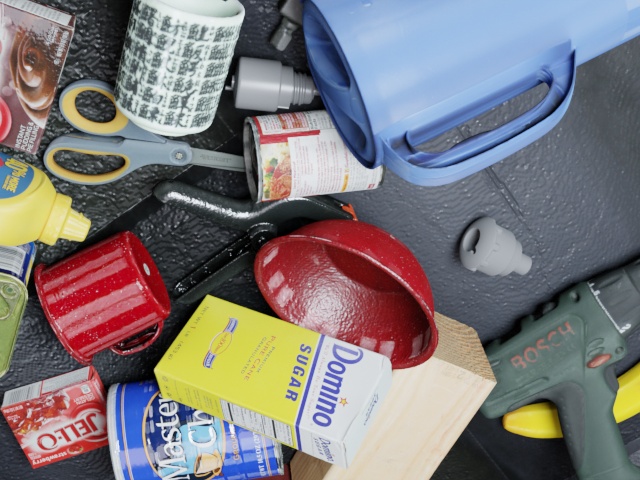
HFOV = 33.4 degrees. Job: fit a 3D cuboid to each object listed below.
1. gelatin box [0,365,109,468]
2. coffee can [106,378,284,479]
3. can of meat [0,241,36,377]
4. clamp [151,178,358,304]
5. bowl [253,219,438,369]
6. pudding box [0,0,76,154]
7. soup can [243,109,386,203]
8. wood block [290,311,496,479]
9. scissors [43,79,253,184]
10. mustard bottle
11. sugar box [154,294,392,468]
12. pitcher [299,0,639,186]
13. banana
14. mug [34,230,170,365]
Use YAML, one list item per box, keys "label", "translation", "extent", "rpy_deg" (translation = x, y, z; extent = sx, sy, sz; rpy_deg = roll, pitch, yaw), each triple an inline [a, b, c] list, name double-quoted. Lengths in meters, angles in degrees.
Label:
- label: "gelatin box"
  translation: [-0.233, 0.160, 0.968]
  extent: [0.089, 0.030, 0.073]
  rpy_deg: [-17, 118, 3]
- label: "coffee can"
  translation: [-0.109, 0.167, 0.944]
  extent: [0.140, 0.103, 0.103]
  rpy_deg: [-9, 118, -2]
- label: "can of meat"
  translation: [-0.270, 0.048, 0.875]
  extent: [0.057, 0.084, 0.102]
  rpy_deg: [15, 115, -14]
- label: "clamp"
  translation: [-0.056, 0.001, 0.900]
  extent: [0.171, 0.039, 0.120]
  rpy_deg: [0, 129, -9]
- label: "bowl"
  translation: [0.029, 0.034, 0.861]
  extent: [0.162, 0.055, 0.162]
  rpy_deg: [22, 147, 15]
- label: "pudding box"
  translation: [-0.243, -0.131, 0.809]
  extent: [0.090, 0.039, 0.114]
  rpy_deg: [18, 114, -14]
- label: "soup can"
  translation: [-0.006, -0.069, 0.845]
  extent: [0.102, 0.068, 0.068]
  rpy_deg: [-7, 118, -12]
- label: "wood block"
  translation: [0.060, 0.167, 0.969]
  extent: [0.090, 0.091, 0.206]
  rpy_deg: [23, 113, -17]
- label: "scissors"
  translation: [-0.123, -0.088, 0.858]
  extent: [0.201, 0.016, 0.096]
  rpy_deg: [-5, 118, -3]
- label: "mustard bottle"
  translation: [-0.270, -0.042, 0.821]
  extent: [0.191, 0.096, 0.058]
  rpy_deg: [23, 112, -17]
- label: "sugar box"
  translation: [-0.038, 0.113, 0.883]
  extent: [0.176, 0.093, 0.048]
  rpy_deg: [15, 140, 22]
- label: "pitcher"
  translation: [0.118, -0.148, 0.766]
  extent: [0.242, 0.145, 0.149]
  rpy_deg: [-24, 106, -7]
- label: "banana"
  translation: [0.271, 0.143, 1.012]
  extent: [0.198, 0.037, 0.069]
  rpy_deg: [-35, 97, 10]
- label: "mug"
  translation: [-0.172, 0.052, 0.889]
  extent: [0.081, 0.093, 0.117]
  rpy_deg: [-26, 129, 2]
